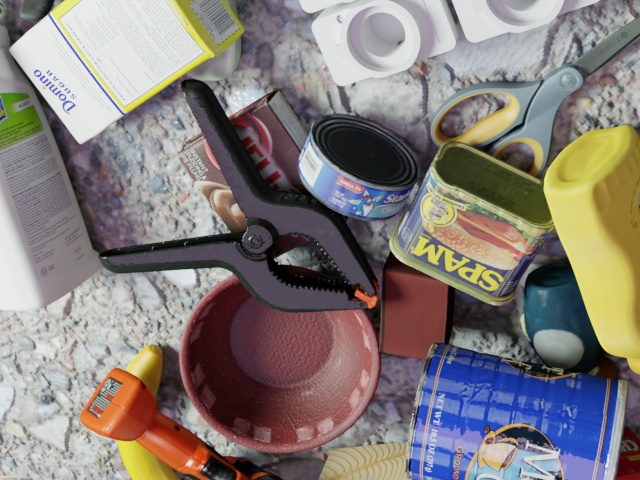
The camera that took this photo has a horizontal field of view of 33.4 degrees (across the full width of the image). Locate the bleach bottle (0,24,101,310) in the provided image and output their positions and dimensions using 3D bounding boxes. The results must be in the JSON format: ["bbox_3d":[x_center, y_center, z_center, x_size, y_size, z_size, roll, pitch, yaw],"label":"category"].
[{"bbox_3d":[-0.250,-0.075,0.851,0.068,0.102,0.251,-1,112,25],"label":"bleach bottle"}]

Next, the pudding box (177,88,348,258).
[{"bbox_3d":[-0.042,-0.047,0.823,0.090,0.039,0.113,-27,108,27],"label":"pudding box"}]

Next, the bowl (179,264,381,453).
[{"bbox_3d":[-0.032,0.089,0.872,0.162,0.055,0.162,0,106,1],"label":"bowl"}]

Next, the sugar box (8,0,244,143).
[{"bbox_3d":[-0.144,-0.145,0.774,0.177,0.048,0.093,-21,110,45],"label":"sugar box"}]

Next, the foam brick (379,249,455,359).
[{"bbox_3d":[0.077,0.046,0.831,0.051,0.053,0.078,8,122,13],"label":"foam brick"}]

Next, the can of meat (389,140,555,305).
[{"bbox_3d":[0.113,-0.013,0.771,0.102,0.057,0.084,26,135,3],"label":"can of meat"}]

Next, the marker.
[{"bbox_3d":[-0.050,0.085,0.913,0.020,0.020,0.121,-30,107,29],"label":"marker"}]

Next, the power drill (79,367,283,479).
[{"bbox_3d":[-0.104,0.185,0.897,0.187,0.057,0.185,41,163,-20],"label":"power drill"}]

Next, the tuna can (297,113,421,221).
[{"bbox_3d":[0.027,-0.053,0.770,0.086,0.086,0.034,27,125,1],"label":"tuna can"}]

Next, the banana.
[{"bbox_3d":[-0.157,0.183,0.996,0.069,0.037,0.198,-13,118,0],"label":"banana"}]

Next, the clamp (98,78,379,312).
[{"bbox_3d":[-0.055,0.001,0.802,0.210,0.036,0.165,35,110,-5],"label":"clamp"}]

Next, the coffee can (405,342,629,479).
[{"bbox_3d":[0.141,0.137,0.768,0.140,0.102,0.103,11,121,14],"label":"coffee can"}]

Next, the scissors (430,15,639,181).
[{"bbox_3d":[0.174,-0.094,0.741,0.202,0.016,0.096,-19,113,27],"label":"scissors"}]
